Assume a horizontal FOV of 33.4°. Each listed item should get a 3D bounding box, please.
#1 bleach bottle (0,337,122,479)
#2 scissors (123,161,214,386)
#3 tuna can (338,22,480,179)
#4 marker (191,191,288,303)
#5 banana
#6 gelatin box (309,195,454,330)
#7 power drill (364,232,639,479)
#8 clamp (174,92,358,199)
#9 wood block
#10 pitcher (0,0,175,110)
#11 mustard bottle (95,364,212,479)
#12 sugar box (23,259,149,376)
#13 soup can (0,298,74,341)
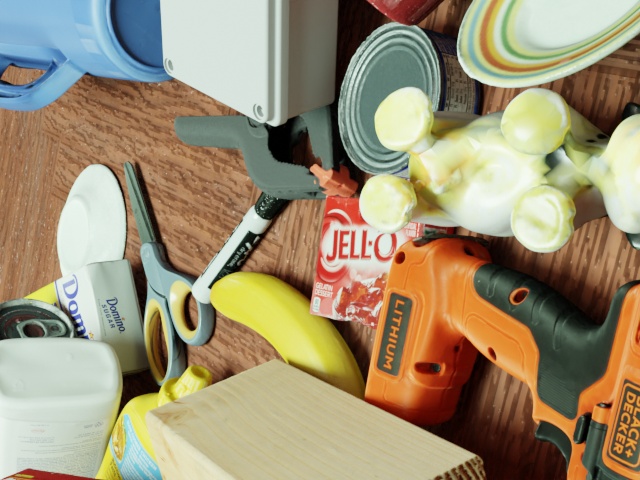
[{"bbox_3d":[-0.223,0.182,0.847,0.068,0.102,0.251,-110,30,-42],"label":"bleach bottle"},{"bbox_3d":[-0.120,0.012,0.828,0.096,0.016,0.202,-30,62,45],"label":"scissors"},{"bbox_3d":[0.049,-0.077,0.600,0.086,0.033,0.086,-10,78,52],"label":"tuna can"},{"bbox_3d":[-0.055,0.001,0.740,0.121,0.020,0.020,-51,48,36],"label":"marker"},{"bbox_3d":[-0.020,0.067,0.669,0.198,0.037,0.070,50,122,44],"label":"banana"},{"bbox_3d":[0.033,0.013,0.612,0.089,0.030,0.073,10,92,52],"label":"gelatin box"},{"bbox_3d":[0.100,0.083,0.496,0.188,0.057,0.184,23,104,50],"label":"power drill"},{"bbox_3d":[-0.036,-0.074,0.701,0.120,0.039,0.171,-51,45,24],"label":"clamp"},{"bbox_3d":[-0.005,0.135,0.539,0.206,0.090,0.090,12,120,62],"label":"wood block"},{"bbox_3d":[-0.193,-0.184,0.858,0.243,0.144,0.149,20,122,49],"label":"pitcher"},{"bbox_3d":[-0.120,0.169,0.772,0.096,0.058,0.192,49,124,41],"label":"mustard bottle"},{"bbox_3d":[-0.210,0.081,0.906,0.177,0.048,0.093,-24,76,52],"label":"sugar box"},{"bbox_3d":[-0.241,0.106,0.860,0.068,0.068,0.102,57,138,40],"label":"soup can"}]
